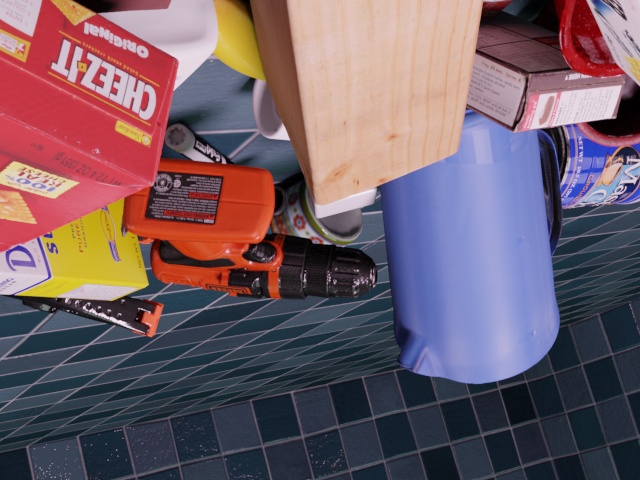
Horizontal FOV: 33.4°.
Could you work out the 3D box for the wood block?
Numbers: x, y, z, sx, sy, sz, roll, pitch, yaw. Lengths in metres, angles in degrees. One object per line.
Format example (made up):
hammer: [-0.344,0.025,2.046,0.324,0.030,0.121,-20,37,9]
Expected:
wood block: [0.018,-0.108,0.520,0.090,0.091,0.206,-21,159,-5]

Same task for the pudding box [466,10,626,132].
pudding box: [0.112,-0.105,0.642,0.089,0.039,0.114,-12,-148,-35]

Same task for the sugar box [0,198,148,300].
sugar box: [-0.200,-0.008,0.770,0.048,0.093,0.176,-21,166,22]

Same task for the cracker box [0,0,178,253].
cracker box: [-0.192,-0.053,0.466,0.164,0.072,0.214,26,150,-36]

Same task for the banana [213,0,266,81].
banana: [-0.011,-0.121,0.648,0.197,0.037,0.070,-5,146,-43]

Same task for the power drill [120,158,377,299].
power drill: [-0.055,0.001,0.791,0.184,0.057,0.187,4,162,10]

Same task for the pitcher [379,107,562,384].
pitcher: [0.113,-0.026,0.792,0.145,0.149,0.243,-6,131,8]

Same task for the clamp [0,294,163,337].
clamp: [-0.234,0.041,0.897,0.210,0.036,0.164,16,171,1]
